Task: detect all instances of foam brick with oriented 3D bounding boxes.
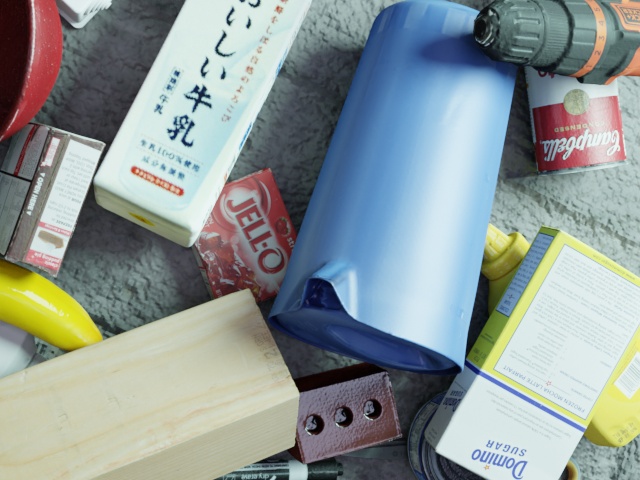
[{"bbox_3d":[0.011,0.125,0.780,0.078,0.051,0.053,-14,95,-11],"label":"foam brick"}]

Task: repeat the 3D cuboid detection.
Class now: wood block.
[{"bbox_3d":[-0.126,0.121,0.708,0.206,0.091,0.090,-20,61,-15],"label":"wood block"}]

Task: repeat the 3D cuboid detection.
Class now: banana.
[{"bbox_3d":[-0.234,0.036,0.676,0.197,0.037,0.070,5,114,-21],"label":"banana"}]

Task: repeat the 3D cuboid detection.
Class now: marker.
[{"bbox_3d":[-0.043,0.171,0.787,0.121,0.020,0.020,0,92,-13],"label":"marker"}]

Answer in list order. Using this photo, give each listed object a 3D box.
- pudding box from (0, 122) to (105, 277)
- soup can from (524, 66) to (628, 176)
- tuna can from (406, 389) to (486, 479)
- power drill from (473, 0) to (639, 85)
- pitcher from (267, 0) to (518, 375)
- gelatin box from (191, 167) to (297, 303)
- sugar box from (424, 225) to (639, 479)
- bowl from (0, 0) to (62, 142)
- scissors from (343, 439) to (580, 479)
[{"bbox_3d":[-0.187,-0.030,0.700,0.039,0.114,0.090,20,88,-27],"label":"pudding box"},{"bbox_3d":[0.191,-0.103,0.803,0.068,0.068,0.102,-8,93,-12],"label":"soup can"},{"bbox_3d":[0.110,0.154,0.794,0.086,0.034,0.086,0,89,-12],"label":"tuna can"},{"bbox_3d":[0.156,-0.190,0.738,0.184,0.057,0.188,-1,58,-33],"label":"power drill"},{"bbox_3d":[0.063,-0.032,0.741,0.145,0.149,0.243,20,75,-13],"label":"pitcher"},{"bbox_3d":[-0.055,0.001,0.772,0.073,0.030,0.089,-22,97,-11],"label":"gelatin box"},{"bbox_3d":[0.156,0.088,0.755,0.093,0.048,0.176,30,93,-10],"label":"sugar box"},{"bbox_3d":[-0.218,-0.128,0.693,0.055,0.162,0.162,-4,94,-54],"label":"bowl"},{"bbox_3d":[0.114,0.144,0.822,0.201,0.016,0.096,18,87,-12],"label":"scissors"}]
